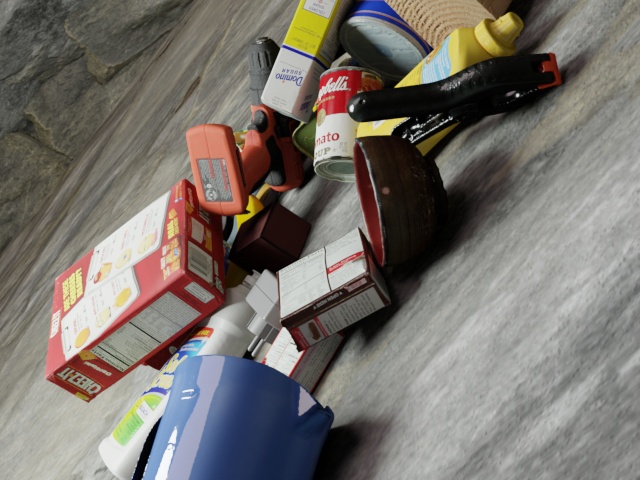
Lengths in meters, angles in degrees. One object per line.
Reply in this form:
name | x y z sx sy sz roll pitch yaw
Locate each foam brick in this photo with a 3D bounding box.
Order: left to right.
foam brick | -0.058 0.001 1.182 0.078 0.051 0.053 -30 33 52

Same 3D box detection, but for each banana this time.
banana | -0.091 0.002 1.263 0.070 0.037 0.197 -24 37 30

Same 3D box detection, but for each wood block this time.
wood block | 0.157 -0.292 1.043 0.090 0.090 0.206 -23 31 57

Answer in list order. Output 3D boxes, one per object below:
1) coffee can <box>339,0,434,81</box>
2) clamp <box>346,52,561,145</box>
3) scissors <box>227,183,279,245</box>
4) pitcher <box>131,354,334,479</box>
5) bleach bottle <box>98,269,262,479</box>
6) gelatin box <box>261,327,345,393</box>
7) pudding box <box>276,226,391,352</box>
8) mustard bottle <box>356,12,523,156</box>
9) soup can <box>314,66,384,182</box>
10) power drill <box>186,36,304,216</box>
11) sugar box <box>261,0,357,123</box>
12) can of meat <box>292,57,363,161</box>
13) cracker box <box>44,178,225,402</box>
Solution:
coffee can | 0.095 -0.257 1.150 0.103 0.102 0.140 -13 46 63
clamp | 0.108 -0.118 0.881 0.172 0.120 0.039 -21 78 28
scissors | -0.100 -0.003 1.342 0.096 0.016 0.201 -26 38 51
pitcher | -0.090 0.219 0.800 0.149 0.145 0.242 104 -176 -59
bleach bottle | -0.132 0.141 1.125 0.251 0.068 0.103 -56 20 -6
gelatin box | -0.023 0.111 0.958 0.089 0.030 0.073 -59 21 -9
pudding box | 0.009 0.040 0.929 0.090 0.039 0.113 -30 18 8
mustard bottle | 0.114 -0.140 0.988 0.192 0.058 0.096 -43 24 34
soup can | 0.029 -0.118 1.097 0.069 0.068 0.102 -24 58 57
power drill | -0.079 -0.121 1.200 0.057 0.184 0.187 -1 23 27
sugar box | -0.006 -0.218 1.148 0.176 0.048 0.093 -65 -9 4
can of meat | 0.020 -0.152 1.235 0.102 0.057 0.084 -41 21 35
cracker box | -0.201 0.055 1.173 0.214 0.072 0.164 -36 35 21
